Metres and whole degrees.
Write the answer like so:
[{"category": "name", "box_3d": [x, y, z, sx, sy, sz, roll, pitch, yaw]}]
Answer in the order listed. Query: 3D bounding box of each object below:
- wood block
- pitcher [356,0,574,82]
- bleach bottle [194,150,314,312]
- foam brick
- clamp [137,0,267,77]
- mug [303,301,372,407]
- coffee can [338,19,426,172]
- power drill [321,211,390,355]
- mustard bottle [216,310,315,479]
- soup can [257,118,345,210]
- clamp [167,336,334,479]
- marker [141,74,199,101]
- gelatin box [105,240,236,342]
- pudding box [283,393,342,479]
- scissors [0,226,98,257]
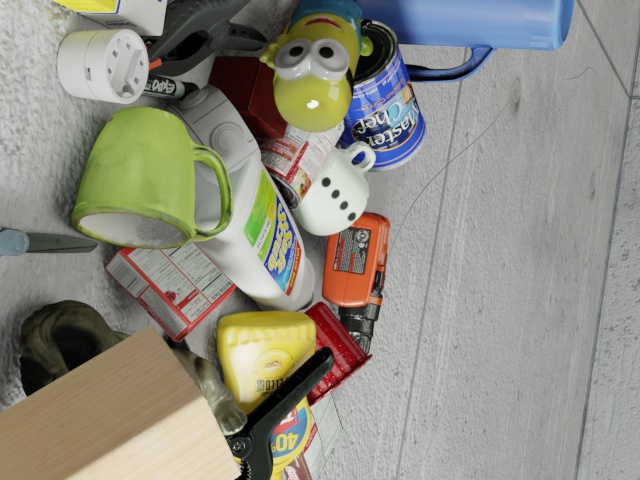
[{"category": "wood block", "box_3d": [-0.170, 0.159, 0.705, 0.206, 0.091, 0.090, -31, 133, -15]}, {"category": "pitcher", "box_3d": [0.162, -0.272, 1.225, 0.149, 0.243, 0.145, 75, 31, -50]}, {"category": "bleach bottle", "box_3d": [-0.057, 0.001, 1.052, 0.250, 0.068, 0.102, 54, 49, -58]}, {"category": "foam brick", "box_3d": [-0.067, -0.134, 1.008, 0.078, 0.051, 0.053, 36, 65, -61]}, {"category": "clamp", "box_3d": [-0.094, -0.181, 0.917, 0.171, 0.039, 0.120, -35, 155, -26]}, {"category": "mug", "box_3d": [-0.015, 0.126, 1.131, 0.117, 0.081, 0.093, -38, 177, 2]}, {"category": "coffee can", "box_3d": [0.053, -0.159, 1.190, 0.102, 0.103, 0.140, -67, 150, -29]}, {"category": "power drill", "box_3d": [0.041, 0.047, 1.224, 0.187, 0.057, 0.184, 55, 42, -79]}, {"category": "mustard bottle", "box_3d": [-0.056, 0.169, 1.067, 0.096, 0.058, 0.192, -2, 103, -21]}, {"category": "soup can", "box_3d": [-0.027, -0.091, 1.062, 0.102, 0.069, 0.068, -60, 147, -21]}, {"category": "clamp", "box_3d": [-0.073, 0.184, 1.014, 0.164, 0.036, 0.210, 3, 103, -20]}, {"category": "marker", "box_3d": [-0.138, -0.130, 0.897, 0.121, 0.020, 0.020, -3, 99, -64]}, {"category": "gelatin box", "box_3d": [-0.125, 0.032, 0.897, 0.089, 0.030, 0.073, 46, 38, -1]}, {"category": "pudding box", "box_3d": [-0.016, 0.211, 1.215, 0.113, 0.039, 0.090, 76, 32, -40]}, {"category": "scissors", "box_3d": [-0.228, 0.018, 0.754, 0.201, 0.016, 0.096, 38, 64, -61]}]
